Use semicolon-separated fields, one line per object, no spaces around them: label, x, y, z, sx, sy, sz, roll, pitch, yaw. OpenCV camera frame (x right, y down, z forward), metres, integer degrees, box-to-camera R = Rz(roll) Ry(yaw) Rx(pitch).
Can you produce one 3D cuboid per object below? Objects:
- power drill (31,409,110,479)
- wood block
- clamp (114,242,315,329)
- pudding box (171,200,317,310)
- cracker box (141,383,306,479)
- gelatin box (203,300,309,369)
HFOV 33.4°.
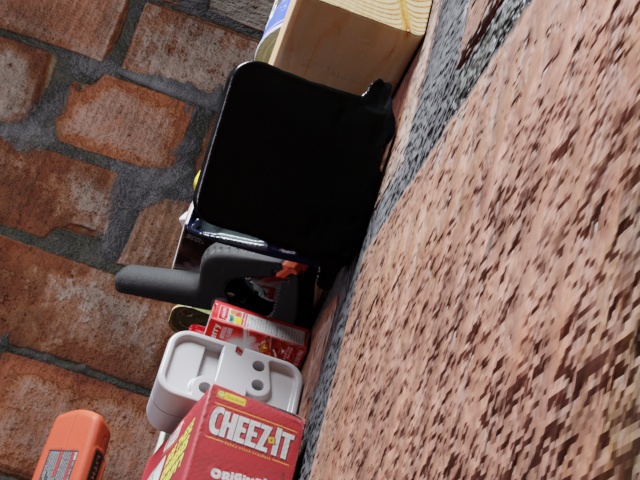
power drill;-0.155;0.216;0.904;0.057;0.187;0.184;-10;52;34
wood block;0.009;-0.133;0.801;0.206;0.090;0.090;119;168;-57
clamp;-0.059;0.058;0.826;0.210;0.164;0.036;-27;20;50
pudding box;-0.062;0.018;0.873;0.090;0.113;0.039;113;174;-47
cracker box;-0.085;0.216;0.635;0.164;0.072;0.213;130;159;-55
gelatin box;-0.056;0.095;0.778;0.030;0.073;0.089;-82;12;-62
